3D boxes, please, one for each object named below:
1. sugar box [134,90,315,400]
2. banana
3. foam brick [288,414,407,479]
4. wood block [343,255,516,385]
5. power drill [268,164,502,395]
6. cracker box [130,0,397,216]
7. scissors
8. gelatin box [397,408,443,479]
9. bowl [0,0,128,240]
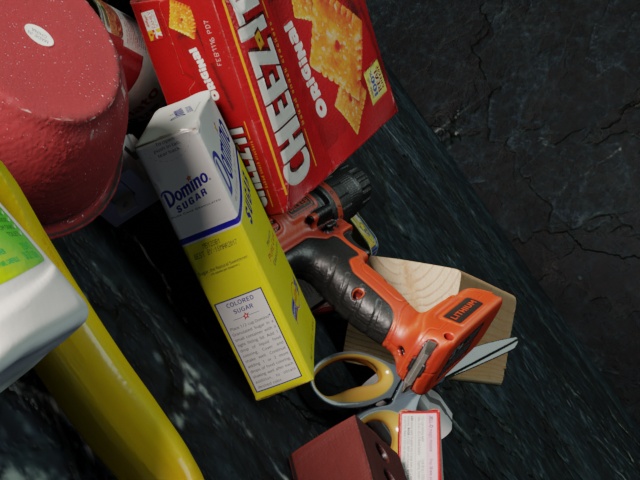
[{"bbox_3d":[-0.054,0.001,0.667,0.093,0.048,0.176,-92,161,-69],"label":"sugar box"},{"bbox_3d":[-0.109,0.042,0.457,0.198,0.037,0.070,59,-16,-5],"label":"banana"},{"bbox_3d":[0.021,0.153,0.625,0.053,0.051,0.078,45,15,-32],"label":"foam brick"},{"bbox_3d":[0.103,0.075,0.946,0.205,0.090,0.091,22,77,-66],"label":"wood block"},{"bbox_3d":[0.038,0.020,0.796,0.188,0.057,0.184,34,36,17],"label":"power drill"},{"bbox_3d":[-0.028,-0.129,0.780,0.213,0.072,0.164,-46,122,-54],"label":"cracker box"},{"bbox_3d":[0.079,0.117,0.777,0.201,0.016,0.096,2,62,-30],"label":"scissors"},{"bbox_3d":[0.065,0.165,0.694,0.089,0.030,0.073,-84,169,-56],"label":"gelatin box"},{"bbox_3d":[-0.148,-0.082,0.507,0.161,0.055,0.162,28,44,-32],"label":"bowl"}]
